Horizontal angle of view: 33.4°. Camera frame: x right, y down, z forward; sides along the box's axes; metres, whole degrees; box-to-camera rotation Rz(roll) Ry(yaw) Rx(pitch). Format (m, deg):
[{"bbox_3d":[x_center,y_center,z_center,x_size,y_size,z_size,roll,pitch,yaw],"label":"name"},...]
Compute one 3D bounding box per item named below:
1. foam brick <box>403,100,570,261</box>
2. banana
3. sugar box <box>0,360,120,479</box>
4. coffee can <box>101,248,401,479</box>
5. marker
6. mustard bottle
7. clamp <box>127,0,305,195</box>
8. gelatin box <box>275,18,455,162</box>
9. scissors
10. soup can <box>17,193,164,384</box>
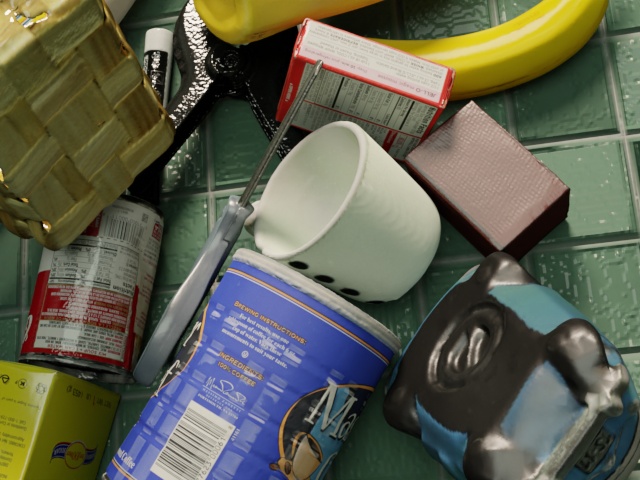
[{"bbox_3d":[0.094,-0.029,0.601,0.051,0.053,0.078,-43,71,-3],"label":"foam brick"},{"bbox_3d":[0.089,-0.118,0.635,0.198,0.037,0.069,-19,75,7],"label":"banana"},{"bbox_3d":[-0.167,0.159,0.581,0.048,0.093,0.176,9,76,15],"label":"sugar box"},{"bbox_3d":[-0.035,0.090,0.566,0.103,0.102,0.140,28,81,19],"label":"coffee can"},{"bbox_3d":[-0.107,-0.076,0.677,0.020,0.020,0.121,-1,73,12],"label":"marker"},{"bbox_3d":[0.023,-0.168,0.633,0.191,0.058,0.096,-19,25,-19],"label":"mustard bottle"},{"bbox_3d":[-0.045,-0.097,0.660,0.120,0.039,0.171,13,74,-2],"label":"clamp"},{"bbox_3d":[0.024,-0.083,0.607,0.089,0.073,0.030,18,66,-3],"label":"gelatin box"},{"bbox_3d":[-0.054,0.001,0.571,0.016,0.096,0.202,29,119,-4],"label":"scissors"},{"bbox_3d":[-0.133,0.027,0.626,0.068,0.068,0.102,4,74,14],"label":"soup can"}]
